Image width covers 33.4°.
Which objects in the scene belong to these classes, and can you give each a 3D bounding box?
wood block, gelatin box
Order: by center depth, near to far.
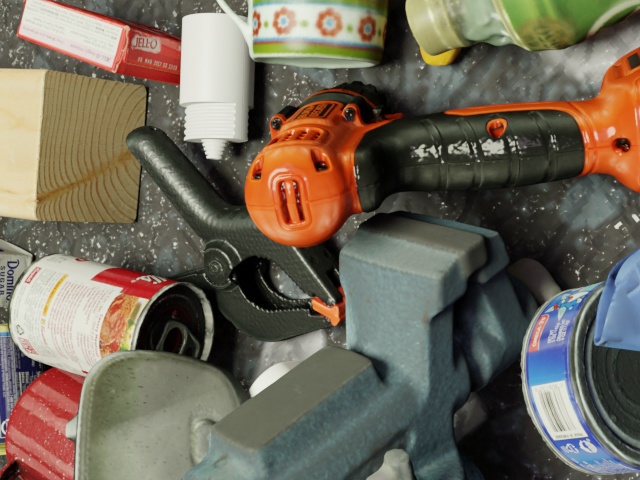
[{"bbox_3d":[-0.126,-0.121,0.649,0.089,0.073,0.030,22,101,30],"label":"gelatin box"},{"bbox_3d":[-0.224,-0.064,0.699,0.206,0.090,0.090,7,93,31],"label":"wood block"}]

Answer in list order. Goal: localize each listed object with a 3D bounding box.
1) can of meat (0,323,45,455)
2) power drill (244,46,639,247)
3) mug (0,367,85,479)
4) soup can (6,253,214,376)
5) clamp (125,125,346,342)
[{"bbox_3d":[-0.231,0.103,0.720,0.102,0.057,0.084,-11,81,31],"label":"can of meat"},{"bbox_3d":[0.070,-0.050,0.494,0.188,0.184,0.057,-8,108,14],"label":"power drill"},{"bbox_3d":[-0.141,0.129,0.634,0.082,0.117,0.093,21,131,35],"label":"mug"},{"bbox_3d":[-0.122,0.048,0.616,0.102,0.068,0.068,11,95,32],"label":"soup can"},{"bbox_3d":[-0.054,0.001,0.615,0.172,0.039,0.120,11,117,29],"label":"clamp"}]
